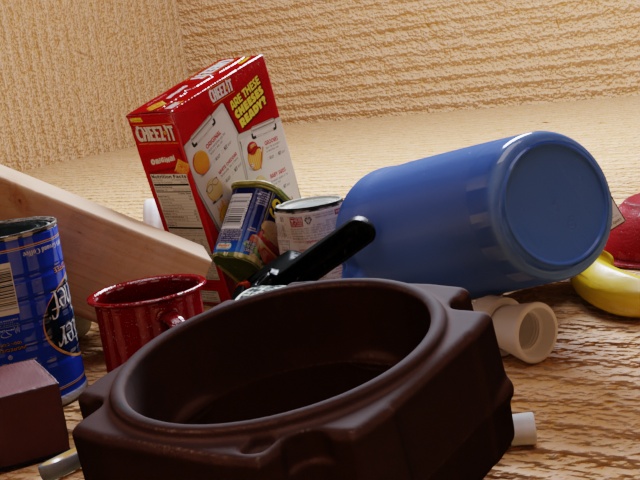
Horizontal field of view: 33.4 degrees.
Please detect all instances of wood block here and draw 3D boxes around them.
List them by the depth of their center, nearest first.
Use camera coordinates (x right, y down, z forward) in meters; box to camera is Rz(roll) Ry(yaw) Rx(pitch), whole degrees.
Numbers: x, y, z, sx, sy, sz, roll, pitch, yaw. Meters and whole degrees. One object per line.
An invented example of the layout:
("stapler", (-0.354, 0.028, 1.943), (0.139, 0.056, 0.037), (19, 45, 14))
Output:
("wood block", (-0.211, 0.014, 0.948), (0.206, 0.090, 0.091), (22, 4, -14))

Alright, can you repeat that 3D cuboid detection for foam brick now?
("foam brick", (-0.211, 0.120, 0.740), (0.051, 0.053, 0.078), (-13, 13, -25))

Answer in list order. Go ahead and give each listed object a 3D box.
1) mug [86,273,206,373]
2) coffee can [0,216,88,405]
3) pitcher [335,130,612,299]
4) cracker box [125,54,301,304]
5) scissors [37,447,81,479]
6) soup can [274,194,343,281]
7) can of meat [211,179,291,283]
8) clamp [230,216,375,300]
("mug", (-0.122, 0.077, 0.819), (0.093, 0.081, 0.117), (-14, 12, -29))
("coffee can", (-0.248, 0.060, 0.848), (0.103, 0.140, 0.103), (-8, 11, 1))
("pitcher", (0.125, -0.020, 0.857), (0.144, 0.149, 0.243), (9, -9, -22))
("cracker box", (-0.100, -0.064, 1.112), (0.072, 0.213, 0.164), (0, 28, 34))
("scissors", (-0.122, 0.127, 0.722), (0.096, 0.016, 0.201), (-23, -3, 7))
("soup can", (-0.004, 0.013, 1.019), (0.068, 0.102, 0.068), (-8, 10, 1))
("can of meat", (-0.057, 0.001, 1.059), (0.058, 0.084, 0.102), (0, -28, 34))
("clamp", (-0.045, 0.053, 0.921), (0.164, 0.036, 0.210), (-48, 11, -19))
